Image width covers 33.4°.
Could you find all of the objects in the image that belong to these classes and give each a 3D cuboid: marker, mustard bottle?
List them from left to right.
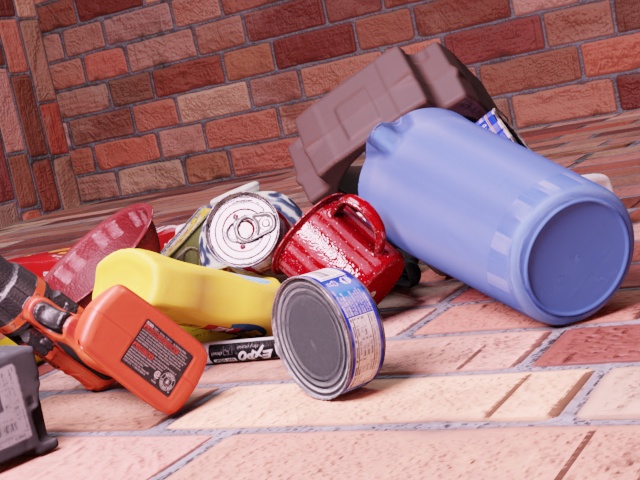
[{"bbox_3d":[-0.087,0.051,0.897,0.191,0.058,0.096,14,-12,-41],"label":"mustard bottle"},{"bbox_3d":[-0.049,0.088,0.866,0.121,0.020,0.020,-8,8,28],"label":"marker"}]

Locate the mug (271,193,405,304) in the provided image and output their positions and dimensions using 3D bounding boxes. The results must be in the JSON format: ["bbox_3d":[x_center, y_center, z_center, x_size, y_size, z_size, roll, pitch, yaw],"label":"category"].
[{"bbox_3d":[0.022,0.012,0.915,0.093,0.081,0.117,-29,-25,-44],"label":"mug"}]

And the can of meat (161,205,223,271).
[{"bbox_3d":[-0.134,0.008,1.202,0.102,0.057,0.084,-49,16,-8],"label":"can of meat"}]

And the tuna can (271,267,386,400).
[{"bbox_3d":[0.005,0.062,0.721,0.033,0.086,0.086,-15,8,-36],"label":"tuna can"}]

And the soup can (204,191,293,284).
[{"bbox_3d":[-0.056,0.001,0.964,0.068,0.068,0.102,-10,-15,11],"label":"soup can"}]

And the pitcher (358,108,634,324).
[{"bbox_3d":[0.145,-0.016,0.867,0.149,0.145,0.243,-9,20,-20],"label":"pitcher"}]

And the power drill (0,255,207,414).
[{"bbox_3d":[-0.184,0.060,0.788,0.188,0.184,0.057,7,62,51],"label":"power drill"}]

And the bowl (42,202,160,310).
[{"bbox_3d":[-0.212,0.037,1.057,0.162,0.055,0.162,-33,24,16],"label":"bowl"}]
